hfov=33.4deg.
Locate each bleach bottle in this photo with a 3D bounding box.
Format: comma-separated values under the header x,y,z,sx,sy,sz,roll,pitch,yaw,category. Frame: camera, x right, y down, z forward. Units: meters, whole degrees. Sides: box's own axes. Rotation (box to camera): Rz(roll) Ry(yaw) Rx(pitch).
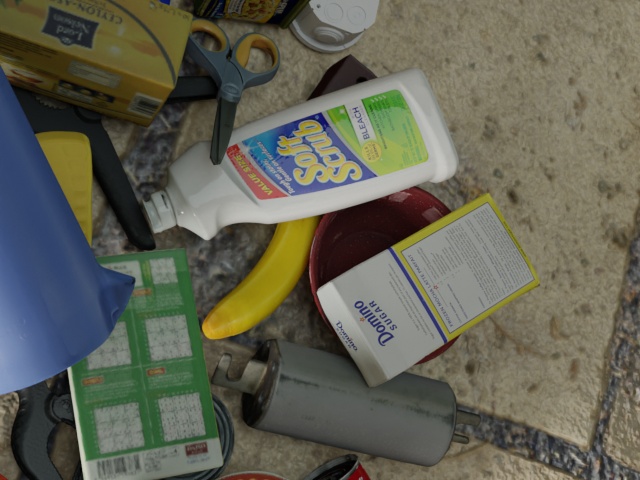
x,y,z,sx,sy,sz,roll,pitch,yaw,category
-0.020,-0.056,0.871,0.250,0.068,0.102,-22,90,-12,bleach bottle

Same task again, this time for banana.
x,y,z,sx,sy,sz,roll,pitch,yaw,category
-0.039,0.006,0.906,0.069,0.037,0.197,29,64,-19,banana

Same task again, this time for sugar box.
x,y,z,sx,sy,sz,roll,pitch,yaw,category
0.091,0.039,0.891,0.176,0.048,0.093,-28,84,-24,sugar box

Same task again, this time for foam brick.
x,y,z,sx,sy,sz,roll,pitch,yaw,category
0.017,-0.116,0.948,0.053,0.051,0.078,38,69,-13,foam brick

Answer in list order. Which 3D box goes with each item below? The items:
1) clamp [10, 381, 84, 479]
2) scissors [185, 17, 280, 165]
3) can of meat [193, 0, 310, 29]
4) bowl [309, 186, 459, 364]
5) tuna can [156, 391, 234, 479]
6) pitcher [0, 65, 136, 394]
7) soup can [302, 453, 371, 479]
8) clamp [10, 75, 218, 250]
x,y,z,sx,sy,sz,roll,pitch,yaw,category
-0.192,0.123,0.831,0.120,0.039,0.171,-13,85,-20,clamp
-0.090,-0.131,0.872,0.096,0.016,0.201,28,36,0,scissors
-0.058,-0.223,0.908,0.083,0.102,0.057,2,79,-20,can of meat
0.055,0.032,0.938,0.161,0.055,0.162,4,79,-22,bowl
-0.115,0.159,0.859,0.086,0.034,0.086,4,80,-22,tuna can
-0.246,-0.023,0.712,0.149,0.145,0.243,-41,120,-44,pitcher
0.027,0.239,0.887,0.068,0.069,0.102,-33,95,-24,soup can
-0.187,-0.097,0.869,0.209,0.036,0.164,23,77,-17,clamp
